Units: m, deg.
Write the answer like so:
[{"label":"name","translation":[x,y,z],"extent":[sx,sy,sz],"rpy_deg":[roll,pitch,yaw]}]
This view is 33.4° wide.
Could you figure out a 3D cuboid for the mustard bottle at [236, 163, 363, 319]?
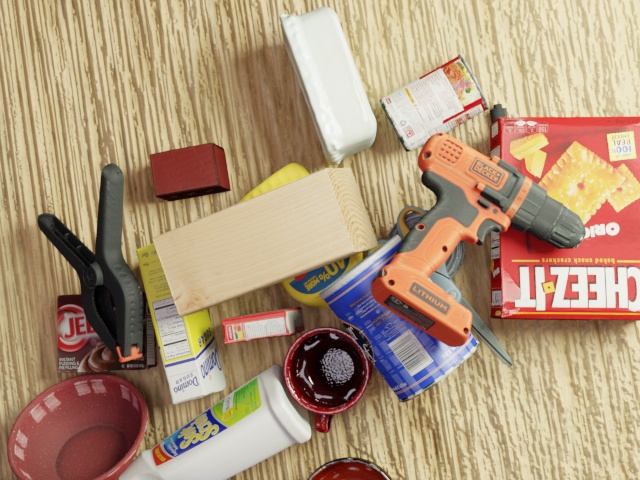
[{"label":"mustard bottle","translation":[-0.008,0.015,1.187],"extent":[0.096,0.058,0.192],"rpy_deg":[-37,82,8]}]

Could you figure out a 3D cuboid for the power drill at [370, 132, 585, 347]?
[{"label":"power drill","translation":[0.149,0.007,1.043],"extent":[0.184,0.057,0.187],"rpy_deg":[30,69,3]}]

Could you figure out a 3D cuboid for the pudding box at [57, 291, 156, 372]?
[{"label":"pudding box","translation":[-0.247,0.106,1.235],"extent":[0.113,0.039,0.090],"rpy_deg":[-3,86,9]}]

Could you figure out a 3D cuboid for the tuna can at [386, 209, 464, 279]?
[{"label":"tuna can","translation":[0.116,0.010,1.177],"extent":[0.086,0.033,0.086],"rpy_deg":[0,87,10]}]

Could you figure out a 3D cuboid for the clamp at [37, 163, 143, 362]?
[{"label":"clamp","translation":[-0.236,0.028,1.176],"extent":[0.165,0.036,0.210],"rpy_deg":[-37,73,42]}]

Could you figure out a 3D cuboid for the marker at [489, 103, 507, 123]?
[{"label":"marker","translation":[0.201,-0.091,1.174],"extent":[0.020,0.020,0.121],"rpy_deg":[-6,86,10]}]

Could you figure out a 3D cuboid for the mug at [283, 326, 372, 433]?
[{"label":"mug","translation":[0.011,0.151,1.165],"extent":[0.093,0.081,0.117],"rpy_deg":[5,88,10]}]

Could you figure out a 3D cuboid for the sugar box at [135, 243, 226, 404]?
[{"label":"sugar box","translation":[-0.154,0.089,1.192],"extent":[0.048,0.093,0.176],"rpy_deg":[-18,85,9]}]

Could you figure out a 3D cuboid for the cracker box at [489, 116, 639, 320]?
[{"label":"cracker box","translation":[0.264,-0.023,1.123],"extent":[0.164,0.072,0.214],"rpy_deg":[0,86,1]}]

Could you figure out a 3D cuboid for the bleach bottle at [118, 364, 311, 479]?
[{"label":"bleach bottle","translation":[-0.133,0.238,1.178],"extent":[0.251,0.102,0.068],"rpy_deg":[-33,112,8]}]

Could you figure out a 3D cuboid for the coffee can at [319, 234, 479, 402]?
[{"label":"coffee can","translation":[0.081,0.080,1.099],"extent":[0.103,0.102,0.140],"rpy_deg":[-37,89,6]}]

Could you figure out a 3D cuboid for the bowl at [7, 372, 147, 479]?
[{"label":"bowl","translation":[-0.265,0.228,1.201],"extent":[0.162,0.055,0.162],"rpy_deg":[-7,43,7]}]

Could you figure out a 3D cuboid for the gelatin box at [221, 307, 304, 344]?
[{"label":"gelatin box","translation":[-0.062,0.094,1.177],"extent":[0.073,0.089,0.030],"rpy_deg":[-9,87,10]}]

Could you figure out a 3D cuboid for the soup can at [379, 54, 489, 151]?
[{"label":"soup can","translation":[0.124,-0.149,1.167],"extent":[0.102,0.068,0.068],"rpy_deg":[-28,83,8]}]

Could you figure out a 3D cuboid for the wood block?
[{"label":"wood block","translation":[-0.057,0.002,1.123],"extent":[0.206,0.090,0.091],"rpy_deg":[-21,87,19]}]

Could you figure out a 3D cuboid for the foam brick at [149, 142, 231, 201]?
[{"label":"foam brick","translation":[-0.149,-0.078,1.220],"extent":[0.078,0.053,0.051],"rpy_deg":[-10,86,10]}]

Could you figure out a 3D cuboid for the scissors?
[{"label":"scissors","translation":[0.121,0.061,1.148],"extent":[0.096,0.016,0.202],"rpy_deg":[-25,83,10]}]
